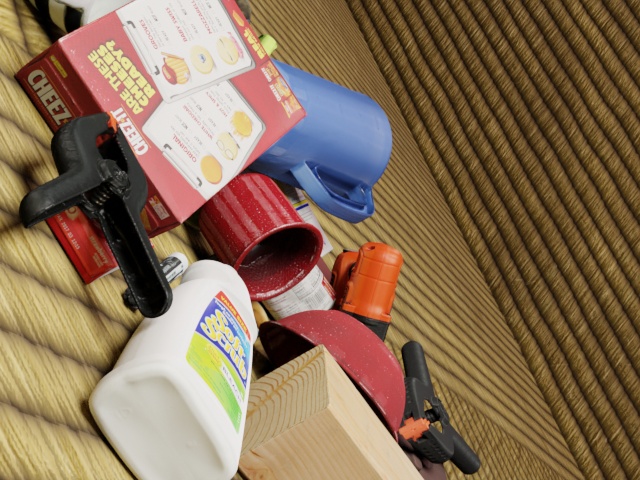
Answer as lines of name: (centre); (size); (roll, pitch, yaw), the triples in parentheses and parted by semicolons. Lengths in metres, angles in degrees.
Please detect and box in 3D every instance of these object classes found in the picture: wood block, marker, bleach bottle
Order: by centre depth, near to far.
bleach bottle: (-0.089, 0.073, 0.758); (0.102, 0.068, 0.250); (60, 13, -19)
marker: (-0.127, 0.031, 0.829); (0.020, 0.020, 0.121); (59, 12, -6)
wood block: (0.022, 0.200, 0.867); (0.206, 0.091, 0.090); (54, 13, -24)

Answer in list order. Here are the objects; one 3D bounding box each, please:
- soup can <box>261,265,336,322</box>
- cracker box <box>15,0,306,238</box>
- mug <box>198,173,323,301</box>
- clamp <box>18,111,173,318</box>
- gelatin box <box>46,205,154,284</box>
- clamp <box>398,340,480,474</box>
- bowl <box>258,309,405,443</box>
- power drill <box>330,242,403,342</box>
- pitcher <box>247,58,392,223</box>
soup can: (-0.037, 0.034, 1.065); (0.102, 0.068, 0.068); (55, 13, -23)
cracker box: (-0.124, -0.120, 0.886); (0.164, 0.072, 0.213); (57, 40, -12)
mug: (-0.056, 0.001, 0.965); (0.082, 0.093, 0.117); (53, -18, 34)
clamp: (-0.141, -0.024, 0.715); (0.120, 0.039, 0.171); (52, 18, -28)
gelatin box: (-0.161, -0.013, 0.768); (0.073, 0.030, 0.089); (59, 12, -2)
clamp: (0.121, 0.196, 1.137); (0.164, 0.036, 0.210); (61, 12, 2)
bowl: (0.021, 0.113, 0.951); (0.162, 0.055, 0.162); (38, -22, 18)
power drill: (0.034, 0.086, 1.117); (0.057, 0.184, 0.188); (18, 4, -6)
pitcher: (-0.022, -0.112, 1.144); (0.149, 0.145, 0.242); (20, 4, 26)
